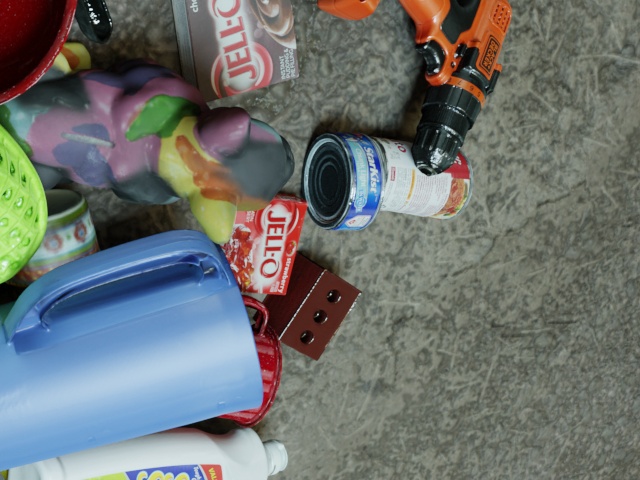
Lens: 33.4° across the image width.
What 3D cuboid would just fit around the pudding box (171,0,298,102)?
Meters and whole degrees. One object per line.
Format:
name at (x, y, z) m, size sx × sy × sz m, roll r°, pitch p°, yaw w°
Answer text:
pudding box at (-0.068, -0.173, 0.842) m, size 0.089 × 0.039 × 0.113 m, roll -20°, pitch 119°, yaw -25°

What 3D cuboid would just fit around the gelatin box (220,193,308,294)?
gelatin box at (-0.056, 0.001, 0.929) m, size 0.073 × 0.030 × 0.089 m, roll 6°, pitch 107°, yaw -35°

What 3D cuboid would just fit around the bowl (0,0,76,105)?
bowl at (-0.228, -0.162, 0.703) m, size 0.162 × 0.055 × 0.162 m, roll 0°, pitch 91°, yaw 7°

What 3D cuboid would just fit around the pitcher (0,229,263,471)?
pitcher at (-0.171, 0.083, 0.768) m, size 0.242 × 0.145 × 0.149 m, roll -15°, pitch 96°, yaw -15°

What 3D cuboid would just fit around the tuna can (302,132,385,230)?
tuna can at (0.018, -0.051, 0.921) m, size 0.033 × 0.086 × 0.086 m, roll -1°, pitch 110°, yaw -31°

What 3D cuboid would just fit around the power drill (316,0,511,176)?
power drill at (0.081, -0.172, 0.903) m, size 0.187 × 0.057 × 0.184 m, roll 38°, pitch 64°, yaw -39°

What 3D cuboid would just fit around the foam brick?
foam brick at (-0.013, 0.060, 0.969) m, size 0.053 × 0.051 × 0.078 m, roll 32°, pitch 90°, yaw -37°

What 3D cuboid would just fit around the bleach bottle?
bleach bottle at (-0.132, 0.196, 0.892) m, size 0.250 × 0.068 × 0.102 m, roll -5°, pitch 111°, yaw -41°

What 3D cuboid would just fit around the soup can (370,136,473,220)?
soup can at (0.078, -0.056, 0.970) m, size 0.102 × 0.069 × 0.068 m, roll 5°, pitch 107°, yaw -34°
